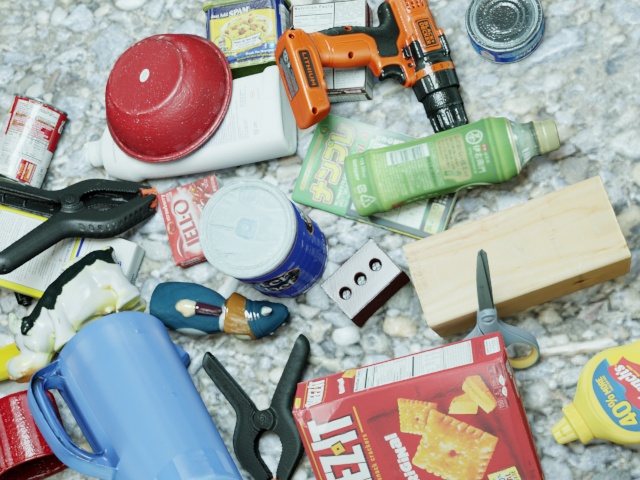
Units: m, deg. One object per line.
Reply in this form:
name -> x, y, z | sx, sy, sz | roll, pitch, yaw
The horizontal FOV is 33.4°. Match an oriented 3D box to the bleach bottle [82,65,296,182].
bleach bottle -> -0.156, -0.127, 1.228 | 0.251, 0.068, 0.102 | -9, 73, 16

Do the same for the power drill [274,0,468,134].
power drill -> 0.057, -0.176, 1.149 | 0.187, 0.057, 0.184 | -16, 79, -20

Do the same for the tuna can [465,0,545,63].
tuna can -> 0.202, -0.240, 1.171 | 0.086, 0.033, 0.086 | -3, 77, 14

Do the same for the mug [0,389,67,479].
mug -> -0.333, 0.223, 1.193 | 0.117, 0.093, 0.081 | -43, 61, 41

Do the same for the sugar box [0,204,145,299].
sugar box -> -0.300, 0.027, 1.231 | 0.176, 0.048, 0.093 | 17, 81, 7

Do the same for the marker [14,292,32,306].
marker -> -0.371, 0.025, 1.274 | 0.020, 0.020, 0.121 | -29, 73, 7

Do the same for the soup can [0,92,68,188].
soup can -> -0.351, -0.116, 1.273 | 0.068, 0.068, 0.102 | 17, 83, 17

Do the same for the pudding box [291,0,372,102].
pudding box -> 0.013, -0.215, 1.214 | 0.090, 0.039, 0.113 | -3, 76, 14

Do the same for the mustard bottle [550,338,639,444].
mustard bottle -> 0.312, 0.144, 1.046 | 0.192, 0.058, 0.096 | -32, 71, 7

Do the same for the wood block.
wood block -> 0.199, 0.020, 1.086 | 0.206, 0.090, 0.090 | -20, 73, 10

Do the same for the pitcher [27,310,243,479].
pitcher -> -0.180, 0.195, 1.077 | 0.149, 0.145, 0.243 | -38, 48, -2

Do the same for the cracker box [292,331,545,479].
cracker box -> 0.098, 0.199, 1.049 | 0.214, 0.072, 0.164 | -16, 105, 10

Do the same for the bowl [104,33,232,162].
bowl -> -0.182, -0.171, 1.188 | 0.162, 0.055, 0.162 | -7, 69, 19

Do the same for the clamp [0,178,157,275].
clamp -> -0.283, -0.025, 1.195 | 0.209, 0.036, 0.165 | -5, 40, -17

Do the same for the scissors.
scissors -> 0.180, 0.076, 1.042 | 0.096, 0.202, 0.016 | -1, 48, -8

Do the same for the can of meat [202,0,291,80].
can of meat -> -0.083, -0.233, 1.234 | 0.102, 0.057, 0.084 | -7, 79, 14

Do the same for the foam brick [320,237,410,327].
foam brick -> 0.048, 0.045, 1.141 | 0.078, 0.051, 0.053 | -44, 71, 2

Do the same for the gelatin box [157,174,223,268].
gelatin box -> -0.139, -0.021, 1.216 | 0.073, 0.030, 0.089 | -19, 74, 10

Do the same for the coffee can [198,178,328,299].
coffee can -> -0.057, 0.001, 1.131 | 0.103, 0.140, 0.103 | -3, 77, 14

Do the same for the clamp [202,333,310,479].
clamp -> -0.051, 0.184, 1.145 | 0.120, 0.039, 0.171 | -21, 80, 14
